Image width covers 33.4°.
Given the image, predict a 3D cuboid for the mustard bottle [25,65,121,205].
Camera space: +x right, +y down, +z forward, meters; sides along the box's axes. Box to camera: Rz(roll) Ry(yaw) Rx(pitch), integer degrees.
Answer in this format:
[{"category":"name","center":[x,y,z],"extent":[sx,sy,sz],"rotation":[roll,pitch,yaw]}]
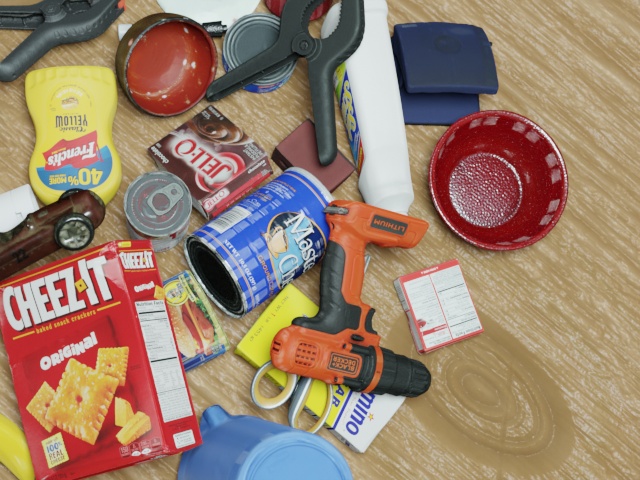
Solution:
[{"category":"mustard bottle","center":[-0.262,-0.087,1.138],"extent":[0.096,0.058,0.191],"rotation":[-4,81,-8]}]

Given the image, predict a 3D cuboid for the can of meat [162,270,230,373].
[{"category":"can of meat","center":[-0.154,0.092,1.123],"extent":[0.083,0.057,0.102],"rotation":[-26,84,-15]}]

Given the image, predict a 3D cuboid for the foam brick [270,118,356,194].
[{"category":"foam brick","center":[-0.008,-0.085,1.180],"extent":[0.051,0.053,0.078],"rotation":[-43,87,-14]}]

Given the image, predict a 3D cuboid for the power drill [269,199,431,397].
[{"category":"power drill","center":[0.052,0.062,1.089],"extent":[0.184,0.057,0.187],"rotation":[16,85,-28]}]

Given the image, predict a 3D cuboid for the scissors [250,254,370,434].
[{"category":"scissors","center":[-0.013,0.102,1.114],"extent":[0.096,0.016,0.202],"rotation":[14,80,-9]}]

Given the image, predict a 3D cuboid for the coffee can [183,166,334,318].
[{"category":"coffee can","center":[-0.057,0.001,1.118],"extent":[0.140,0.103,0.103],"rotation":[-35,87,-24]}]

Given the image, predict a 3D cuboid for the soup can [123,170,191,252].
[{"category":"soup can","center":[-0.170,-0.028,1.118],"extent":[0.068,0.102,0.068],"rotation":[2,79,-9]}]

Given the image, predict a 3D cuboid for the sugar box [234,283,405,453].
[{"category":"sugar box","center":[0.003,0.137,1.144],"extent":[0.176,0.048,0.093],"rotation":[39,76,1]}]

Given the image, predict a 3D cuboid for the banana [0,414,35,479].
[{"category":"banana","center":[-0.364,0.195,1.079],"extent":[0.197,0.037,0.069],"rotation":[27,76,-3]}]

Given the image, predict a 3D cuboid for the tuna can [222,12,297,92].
[{"category":"tuna can","center":[-0.068,-0.211,1.203],"extent":[0.086,0.034,0.086],"rotation":[2,79,-9]}]

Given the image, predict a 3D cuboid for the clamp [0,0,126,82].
[{"category":"clamp","center":[-0.300,-0.242,1.163],"extent":[0.171,0.039,0.120],"rotation":[-31,63,-25]}]

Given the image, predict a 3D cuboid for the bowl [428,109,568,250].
[{"category":"bowl","center":[0.194,-0.063,1.206],"extent":[0.162,0.055,0.162],"rotation":[2,79,-9]}]

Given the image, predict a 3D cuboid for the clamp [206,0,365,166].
[{"category":"clamp","center":[-0.023,-0.203,1.137],"extent":[0.165,0.036,0.210],"rotation":[23,96,15]}]

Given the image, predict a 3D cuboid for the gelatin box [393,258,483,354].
[{"category":"gelatin box","center":[0.131,0.073,1.184],"extent":[0.073,0.030,0.089],"rotation":[-18,83,-13]}]

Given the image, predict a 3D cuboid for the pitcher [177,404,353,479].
[{"category":"pitcher","center":[-0.048,0.243,1.015],"extent":[0.149,0.243,0.145],"rotation":[23,76,-12]}]

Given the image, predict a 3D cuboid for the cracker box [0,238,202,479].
[{"category":"cracker box","center":[-0.225,0.122,1.060],"extent":[0.164,0.072,0.214],"rotation":[-19,82,24]}]

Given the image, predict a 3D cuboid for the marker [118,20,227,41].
[{"category":"marker","center":[-0.165,-0.235,1.197],"extent":[0.121,0.020,0.020],"rotation":[-3,80,-6]}]

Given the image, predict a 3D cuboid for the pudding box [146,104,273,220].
[{"category":"pudding box","center":[-0.118,-0.085,1.143],"extent":[0.090,0.039,0.114],"rotation":[-37,51,-15]}]

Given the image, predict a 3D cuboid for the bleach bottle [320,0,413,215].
[{"category":"bleach bottle","center":[0.060,-0.130,1.172],"extent":[0.068,0.103,0.251],"rotation":[-10,79,-13]}]
